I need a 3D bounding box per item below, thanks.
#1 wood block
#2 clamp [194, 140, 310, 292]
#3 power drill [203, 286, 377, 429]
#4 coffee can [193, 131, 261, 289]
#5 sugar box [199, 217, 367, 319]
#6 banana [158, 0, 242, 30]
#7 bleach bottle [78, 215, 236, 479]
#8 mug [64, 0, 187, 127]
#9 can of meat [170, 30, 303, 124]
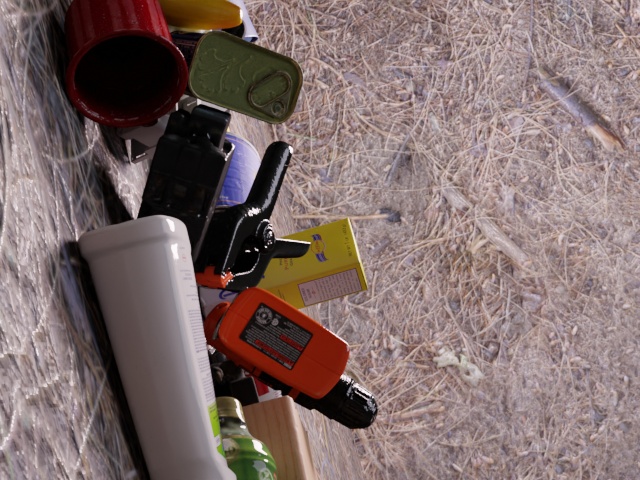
[{"bbox_3d":[-0.041,0.247,0.892,0.091,0.090,0.206,72,3,-51],"label":"wood block"},{"bbox_3d":[-0.056,0.001,0.974,0.171,0.039,0.120,-55,134,-41],"label":"clamp"},{"bbox_3d":[-0.023,0.107,0.933,0.057,0.184,0.188,-60,178,-14],"label":"power drill"},{"bbox_3d":[-0.105,-0.033,1.085,0.140,0.103,0.103,-102,175,-52],"label":"coffee can"},{"bbox_3d":[-0.043,0.037,1.159,0.093,0.176,0.048,-103,178,-57],"label":"sugar box"},{"bbox_3d":[-0.159,-0.218,0.872,0.197,0.070,0.037,29,63,-26],"label":"banana"},{"bbox_3d":[-0.101,0.113,0.738,0.102,0.068,0.251,39,38,-85],"label":"bleach bottle"},{"bbox_3d":[-0.154,-0.142,0.848,0.117,0.093,0.081,68,1,-49],"label":"mug"},{"bbox_3d":[-0.079,-0.139,0.894,0.084,0.101,0.057,22,-84,57],"label":"can of meat"}]
